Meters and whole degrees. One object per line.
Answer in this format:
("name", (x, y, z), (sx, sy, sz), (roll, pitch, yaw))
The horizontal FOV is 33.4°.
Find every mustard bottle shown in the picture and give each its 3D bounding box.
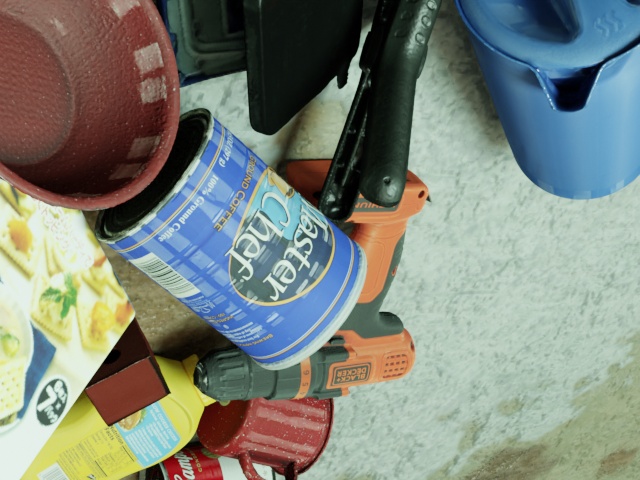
("mustard bottle", (-0.155, 0.141, 0.830), (0.191, 0.058, 0.096), (-27, 128, -6))

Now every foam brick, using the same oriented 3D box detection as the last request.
("foam brick", (-0.149, 0.081, 0.763), (0.053, 0.078, 0.051), (-28, 138, -9))

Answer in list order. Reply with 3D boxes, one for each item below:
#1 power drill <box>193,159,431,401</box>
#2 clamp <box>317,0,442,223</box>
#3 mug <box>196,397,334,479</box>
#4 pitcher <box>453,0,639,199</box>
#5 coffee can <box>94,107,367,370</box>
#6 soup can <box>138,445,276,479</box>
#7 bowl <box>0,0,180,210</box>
("power drill", (0.000, 0.034, 0.798), (0.184, 0.057, 0.188), (-5, 120, -29))
("clamp", (0.041, -0.107, 0.664), (0.036, 0.210, 0.165), (16, 169, -9))
("mug", (-0.048, 0.151, 0.869), (0.081, 0.117, 0.093), (22, 137, -38))
("pitcher", (0.170, -0.128, 0.704), (0.149, 0.145, 0.242), (-44, 156, -3))
("coffee can", (-0.054, 0.001, 0.669), (0.103, 0.103, 0.140), (-43, 116, 11))
("soup can", (-0.098, 0.211, 0.927), (0.102, 0.068, 0.069), (-4, 131, -30))
("bowl", (-0.152, -0.090, 0.571), (0.055, 0.162, 0.161), (-14, 153, 38))
